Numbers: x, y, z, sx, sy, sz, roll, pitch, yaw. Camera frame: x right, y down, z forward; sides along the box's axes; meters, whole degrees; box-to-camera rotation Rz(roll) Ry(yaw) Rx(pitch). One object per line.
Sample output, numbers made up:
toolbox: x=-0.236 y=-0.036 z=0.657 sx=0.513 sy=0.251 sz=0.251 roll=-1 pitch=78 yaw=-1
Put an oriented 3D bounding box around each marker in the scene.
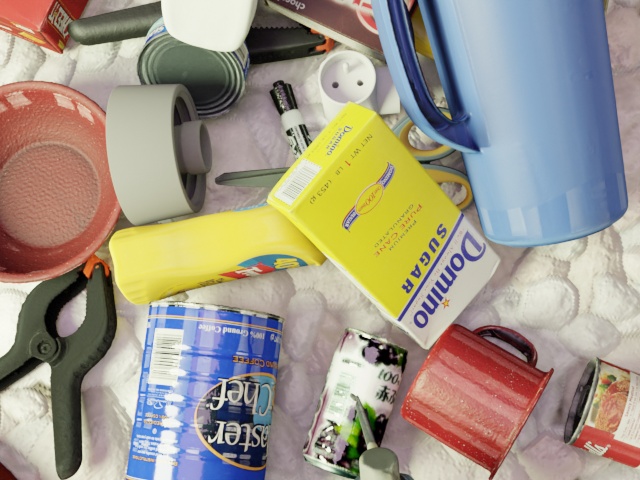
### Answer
marker: x=-0.014 y=-0.073 z=0.854 sx=0.020 sy=0.020 sz=0.121 roll=-21 pitch=79 yaw=0

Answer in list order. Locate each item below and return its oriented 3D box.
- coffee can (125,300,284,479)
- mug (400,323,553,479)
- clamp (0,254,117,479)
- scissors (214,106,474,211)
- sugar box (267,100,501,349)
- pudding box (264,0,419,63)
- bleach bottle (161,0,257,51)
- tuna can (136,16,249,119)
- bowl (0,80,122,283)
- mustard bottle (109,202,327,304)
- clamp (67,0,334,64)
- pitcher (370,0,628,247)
coffee can: x=-0.085 y=0.121 z=0.784 sx=0.103 sy=0.103 sz=0.140 roll=6 pitch=80 yaw=5
mug: x=0.118 y=0.106 z=0.784 sx=0.081 sy=0.093 sz=0.117 roll=30 pitch=53 yaw=13
clamp: x=-0.203 y=0.096 z=0.829 sx=0.120 sy=0.039 sz=0.171 roll=32 pitch=84 yaw=8
scissors: x=0.027 y=-0.069 z=0.823 sx=0.201 sy=0.016 sz=0.096 roll=12 pitch=102 yaw=-7
sugar box: x=0.051 y=-0.007 z=0.771 sx=0.093 sy=0.048 sz=0.176 roll=-49 pitch=122 yaw=-4
pudding box: x=0.023 y=-0.201 z=0.825 sx=0.113 sy=0.039 sz=0.090 roll=26 pitch=88 yaw=8
bleach bottle: x=-0.056 y=-0.264 z=0.818 sx=0.068 sy=0.103 sz=0.250 roll=15 pitch=54 yaw=-1
tuna can: x=-0.099 y=-0.138 z=0.837 sx=0.086 sy=0.086 sz=0.033 roll=5 pitch=47 yaw=5
bowl: x=-0.225 y=-0.042 z=0.846 sx=0.162 sy=0.055 sz=0.162 roll=-1 pitch=80 yaw=4
mustard bottle: x=-0.055 y=0.001 z=0.805 sx=0.191 sy=0.096 sz=0.058 roll=-13 pitch=81 yaw=2
clamp: x=-0.083 y=-0.211 z=0.874 sx=0.210 sy=0.036 sz=0.164 roll=16 pitch=77 yaw=5
pitcher: x=0.136 y=-0.120 z=0.761 sx=0.149 sy=0.144 sz=0.243 roll=-10 pitch=103 yaw=19
